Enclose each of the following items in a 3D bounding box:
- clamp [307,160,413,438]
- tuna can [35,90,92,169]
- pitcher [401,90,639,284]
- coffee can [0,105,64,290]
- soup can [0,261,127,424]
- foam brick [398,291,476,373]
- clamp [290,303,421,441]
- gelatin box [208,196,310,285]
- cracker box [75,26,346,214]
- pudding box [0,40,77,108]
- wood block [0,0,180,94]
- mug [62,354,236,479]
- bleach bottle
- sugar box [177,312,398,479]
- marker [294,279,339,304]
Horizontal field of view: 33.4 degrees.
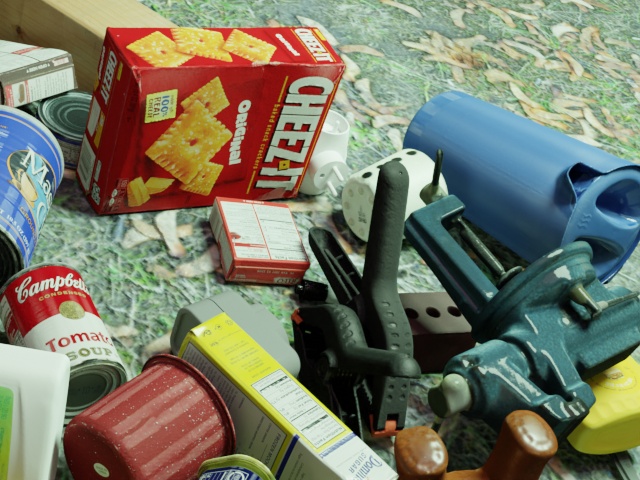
[{"bbox_3d":[0.036,0.056,0.876,0.036,0.165,0.210,0,78,-23],"label":"clamp"},{"bbox_3d":[-0.229,-0.106,1.013,0.086,0.034,0.086,14,37,-11],"label":"tuna can"},{"bbox_3d":[0.200,-0.053,1.068,0.144,0.149,0.243,-9,32,-38],"label":"pitcher"},{"bbox_3d":[-0.266,-0.027,0.837,0.102,0.103,0.140,14,37,-10],"label":"coffee can"},{"bbox_3d":[-0.189,0.074,0.777,0.068,0.069,0.102,-7,46,-33],"label":"soup can"},{"bbox_3d":[0.089,0.079,0.922,0.078,0.051,0.053,-1,41,-27],"label":"foam brick"},{"bbox_3d":[0.022,0.096,0.818,0.039,0.120,0.171,14,31,-33],"label":"clamp"},{"bbox_3d":[-0.056,0.001,0.967,0.073,0.030,0.089,5,40,-24],"label":"gelatin box"},{"bbox_3d":[-0.100,-0.109,0.971,0.213,0.164,0.072,-6,46,-32],"label":"cracker box"},{"bbox_3d":[-0.302,-0.157,1.009,0.114,0.039,0.089,14,29,34],"label":"pudding box"},{"bbox_3d":[-0.237,-0.205,1.087,0.206,0.091,0.090,33,38,15],"label":"wood block"},{"bbox_3d":[-0.111,0.146,0.718,0.081,0.093,0.117,-32,91,-42],"label":"mug"},{"bbox_3d":[-0.293,0.105,0.677,0.250,0.102,0.068,8,7,-7],"label":"bleach bottle"},{"bbox_3d":[-0.034,0.141,0.749,0.176,0.093,0.048,39,40,21],"label":"sugar box"},{"bbox_3d":[0.035,0.051,0.958,0.121,0.020,0.020,9,38,-16],"label":"marker"}]
